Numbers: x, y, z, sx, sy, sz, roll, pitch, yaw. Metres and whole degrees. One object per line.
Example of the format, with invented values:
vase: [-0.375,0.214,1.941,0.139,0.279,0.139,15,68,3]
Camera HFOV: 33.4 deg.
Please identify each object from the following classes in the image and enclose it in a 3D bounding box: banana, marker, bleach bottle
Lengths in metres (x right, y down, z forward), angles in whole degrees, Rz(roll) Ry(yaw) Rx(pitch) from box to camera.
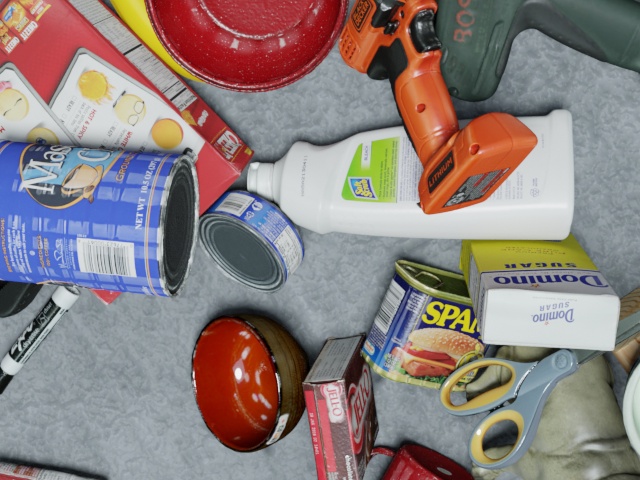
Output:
banana: [-0.127,-0.189,0.838,0.069,0.037,0.197,-45,99,-7]
marker: [-0.248,0.086,0.910,0.020,0.020,0.121,39,101,-7]
bleach bottle: [0.069,-0.052,0.841,0.251,0.068,0.102,1,64,8]

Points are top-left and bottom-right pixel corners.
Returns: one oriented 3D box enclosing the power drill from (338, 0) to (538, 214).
power drill: [0.083,-0.127,0.749,0.057,0.185,0.188,-13,69,-21]

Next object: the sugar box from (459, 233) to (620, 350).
sugar box: [0.159,0.031,0.804,0.093,0.176,0.048,3,103,1]

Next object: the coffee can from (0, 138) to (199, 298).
coffee can: [-0.167,-0.016,0.762,0.140,0.102,0.103,5,103,7]

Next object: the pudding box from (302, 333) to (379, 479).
pudding box: [0.018,0.136,0.864,0.039,0.113,0.090,-5,103,10]

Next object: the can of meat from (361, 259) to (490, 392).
can of meat: [0.092,0.071,0.864,0.101,0.057,0.084,15,107,-29]

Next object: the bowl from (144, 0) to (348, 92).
bowl: [-0.052,-0.194,0.804,0.162,0.055,0.162,-1,94,-10]

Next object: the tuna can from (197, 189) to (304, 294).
tuna can: [-0.056,0.001,0.852,0.086,0.086,0.033,43,58,-8]

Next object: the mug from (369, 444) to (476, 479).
mug: [0.076,0.220,0.902,0.117,0.093,0.081,32,98,32]

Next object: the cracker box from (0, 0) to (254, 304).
cracker box: [-0.184,-0.083,0.834,0.213,0.072,0.164,44,112,-9]

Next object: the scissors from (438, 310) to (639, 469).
scissors: [0.178,0.111,0.792,0.202,0.016,0.096,-20,61,33]
